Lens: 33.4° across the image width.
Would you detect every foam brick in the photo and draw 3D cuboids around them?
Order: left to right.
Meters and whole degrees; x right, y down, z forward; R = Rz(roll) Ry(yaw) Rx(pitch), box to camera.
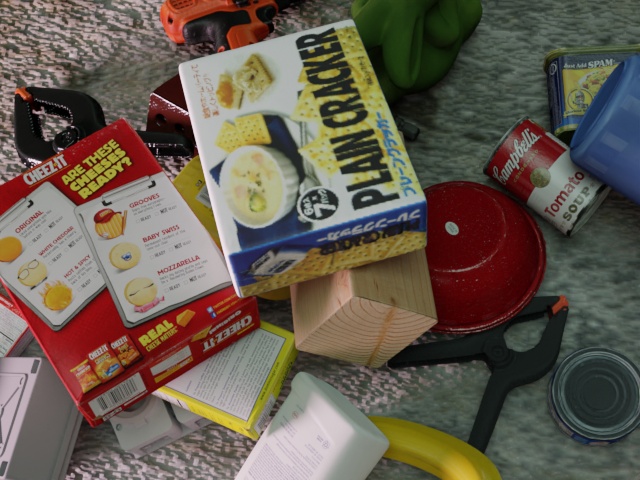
[{"bbox_3d":[-0.125,-0.119,1.046,0.078,0.053,0.051,29,42,14],"label":"foam brick"}]

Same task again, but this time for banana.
[{"bbox_3d":[0.088,0.186,0.914,0.198,0.069,0.037,21,115,45],"label":"banana"}]

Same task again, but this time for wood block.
[{"bbox_3d":[0.028,-0.006,0.941,0.090,0.091,0.206,17,48,-30],"label":"wood block"}]

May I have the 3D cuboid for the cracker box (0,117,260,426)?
[{"bbox_3d":[-0.175,0.024,0.894,0.164,0.072,0.214,-32,65,-15],"label":"cracker box"}]

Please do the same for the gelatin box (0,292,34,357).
[{"bbox_3d":[-0.322,0.093,1.018,0.073,0.030,0.089,32,78,13],"label":"gelatin box"}]

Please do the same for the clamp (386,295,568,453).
[{"bbox_3d":[0.160,0.116,0.960,0.171,0.039,0.120,-29,78,-3],"label":"clamp"}]

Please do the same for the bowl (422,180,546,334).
[{"bbox_3d":[0.124,0.002,0.974,0.162,0.055,0.162,-5,59,9],"label":"bowl"}]

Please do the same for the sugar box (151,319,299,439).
[{"bbox_3d":[-0.116,0.094,0.924,0.176,0.048,0.093,21,70,15],"label":"sugar box"}]

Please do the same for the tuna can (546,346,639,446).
[{"bbox_3d":[0.245,0.138,0.946,0.086,0.034,0.086,-2,72,5],"label":"tuna can"}]

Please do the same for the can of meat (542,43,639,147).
[{"bbox_3d":[0.268,-0.137,1.022,0.102,0.057,0.084,-2,73,4],"label":"can of meat"}]

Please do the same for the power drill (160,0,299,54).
[{"bbox_3d":[-0.049,-0.203,1.049,0.184,0.057,0.188,-22,49,-8],"label":"power drill"}]

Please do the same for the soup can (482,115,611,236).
[{"bbox_3d":[0.212,-0.059,0.995,0.102,0.068,0.068,40,79,16],"label":"soup can"}]

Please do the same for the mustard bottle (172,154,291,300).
[{"bbox_3d":[-0.057,0.001,0.995,0.191,0.058,0.096,31,48,2],"label":"mustard bottle"}]

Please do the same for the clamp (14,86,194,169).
[{"bbox_3d":[-0.244,-0.081,1.039,0.210,0.036,0.164,35,75,30],"label":"clamp"}]

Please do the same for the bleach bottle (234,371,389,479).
[{"bbox_3d":[-0.051,0.242,0.912,0.251,0.068,0.103,-54,43,3],"label":"bleach bottle"}]
